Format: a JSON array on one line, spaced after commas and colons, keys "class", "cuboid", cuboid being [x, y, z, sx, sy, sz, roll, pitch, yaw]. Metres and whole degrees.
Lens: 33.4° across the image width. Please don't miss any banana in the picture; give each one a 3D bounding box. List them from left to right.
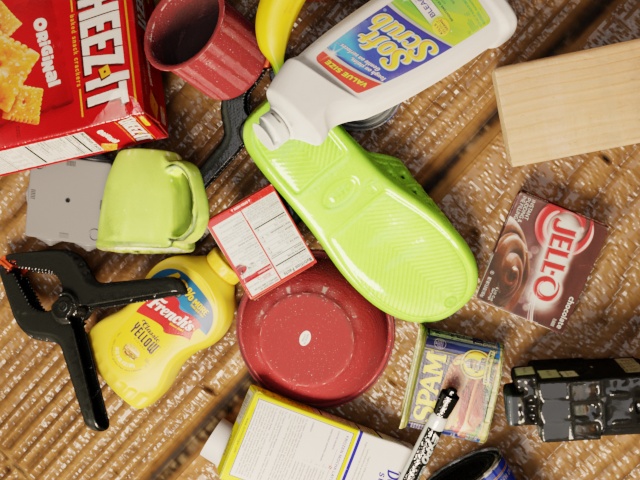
[{"class": "banana", "cuboid": [-0.001, -0.238, 0.960, 0.069, 0.037, 0.198, 35, 103, -12]}]

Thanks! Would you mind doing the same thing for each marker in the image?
[{"class": "marker", "cuboid": [0.100, 0.190, 1.003, 0.020, 0.020, 0.121, 25, 107, 5]}]

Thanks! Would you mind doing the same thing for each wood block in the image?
[{"class": "wood block", "cuboid": [0.265, -0.131, 0.962, 0.206, 0.090, 0.090, -11, 95, 10]}]

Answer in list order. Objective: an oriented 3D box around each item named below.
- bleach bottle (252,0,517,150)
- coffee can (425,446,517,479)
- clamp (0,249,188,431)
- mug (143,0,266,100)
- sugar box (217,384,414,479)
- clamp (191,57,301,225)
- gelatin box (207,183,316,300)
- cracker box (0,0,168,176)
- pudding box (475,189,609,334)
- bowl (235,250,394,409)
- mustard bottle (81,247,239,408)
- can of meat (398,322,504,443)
[{"class": "bleach bottle", "cuboid": [0.051, -0.156, 0.952, 0.250, 0.068, 0.102, -38, 89, -15]}, {"class": "coffee can", "cuboid": [0.163, 0.284, 1.017, 0.103, 0.102, 0.140, -31, 91, 10]}, {"class": "clamp", "cuboid": [-0.234, 0.062, 1.050, 0.210, 0.036, 0.164, 38, 93, 26]}, {"class": "mug", "cuboid": [-0.112, -0.187, 1.004, 0.117, 0.081, 0.093, 25, 86, 38]}, {"class": "sugar box", "cuboid": [-0.002, 0.215, 1.040, 0.176, 0.048, 0.093, 23, 89, -11]}, {"class": "clamp", "cuboid": [-0.073, -0.101, 1.042, 0.120, 0.039, 0.171, 3, 94, 2]}, {"class": "gelatin box", "cuboid": [-0.057, 0.001, 1.015, 0.073, 0.030, 0.089, -31, 96, -4]}, {"class": "cracker box", "cuboid": [-0.265, -0.160, 1.022, 0.214, 0.072, 0.164, -12, 74, 10]}, {"class": "pudding box", "cuboid": [0.209, 0.020, 1.013, 0.090, 0.039, 0.113, 22, 99, 5]}, {"class": "bowl", "cuboid": [-0.009, 0.093, 1.045, 0.162, 0.055, 0.162, 1, 96, 8]}, {"class": "mustard bottle", "cuboid": [-0.142, 0.072, 1.060, 0.192, 0.058, 0.096, -44, 81, 10]}, {"class": "can of meat", "cuboid": [0.127, 0.139, 1.030, 0.084, 0.057, 0.102, 12, 99, 4]}]
